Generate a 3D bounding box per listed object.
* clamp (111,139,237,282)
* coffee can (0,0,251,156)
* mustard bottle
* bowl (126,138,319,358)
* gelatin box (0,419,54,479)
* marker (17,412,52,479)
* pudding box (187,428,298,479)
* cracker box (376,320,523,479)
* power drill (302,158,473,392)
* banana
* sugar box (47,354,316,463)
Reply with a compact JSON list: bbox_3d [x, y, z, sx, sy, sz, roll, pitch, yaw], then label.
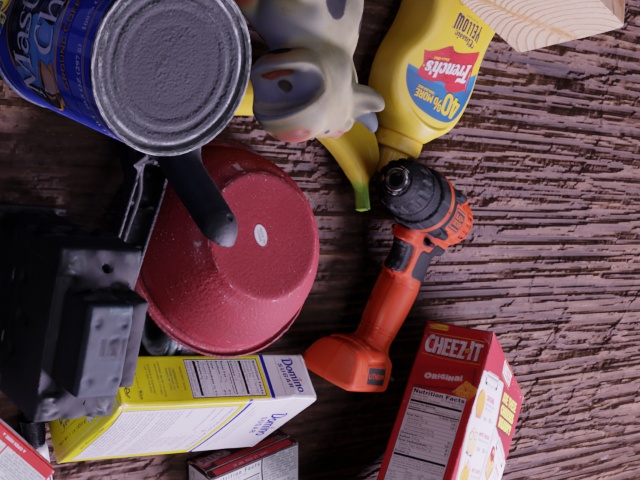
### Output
[{"bbox_3d":[-0.096,-0.053,0.688,0.039,0.120,0.171,19,66,-50],"label":"clamp"},{"bbox_3d":[-0.122,-0.116,0.634,0.102,0.141,0.103,-16,117,-35],"label":"coffee can"},{"bbox_3d":[0.088,-0.143,0.857,0.096,0.058,0.191,20,94,-45],"label":"mustard bottle"},{"bbox_3d":[-0.055,0.001,0.755,0.161,0.055,0.162,8,76,-37],"label":"bowl"},{"bbox_3d":[-0.236,0.161,0.711,0.089,0.030,0.073,-47,113,-14],"label":"gelatin box"},{"bbox_3d":[-0.201,0.173,0.766,0.020,0.020,0.121,-18,118,-34],"label":"marker"},{"bbox_3d":[-0.063,0.222,0.890,0.089,0.039,0.113,-15,114,-35],"label":"pudding box"},{"bbox_3d":[0.108,0.200,0.941,0.213,0.072,0.164,-70,153,-21],"label":"cracker box"},{"bbox_3d":[0.056,0.030,0.865,0.187,0.057,0.184,-62,157,2],"label":"power drill"},{"bbox_3d":[-0.015,-0.090,0.799,0.197,0.037,0.069,29,66,-39],"label":"banana"},{"bbox_3d":[-0.100,0.121,0.785,0.175,0.048,0.093,3,147,-43],"label":"sugar box"}]
